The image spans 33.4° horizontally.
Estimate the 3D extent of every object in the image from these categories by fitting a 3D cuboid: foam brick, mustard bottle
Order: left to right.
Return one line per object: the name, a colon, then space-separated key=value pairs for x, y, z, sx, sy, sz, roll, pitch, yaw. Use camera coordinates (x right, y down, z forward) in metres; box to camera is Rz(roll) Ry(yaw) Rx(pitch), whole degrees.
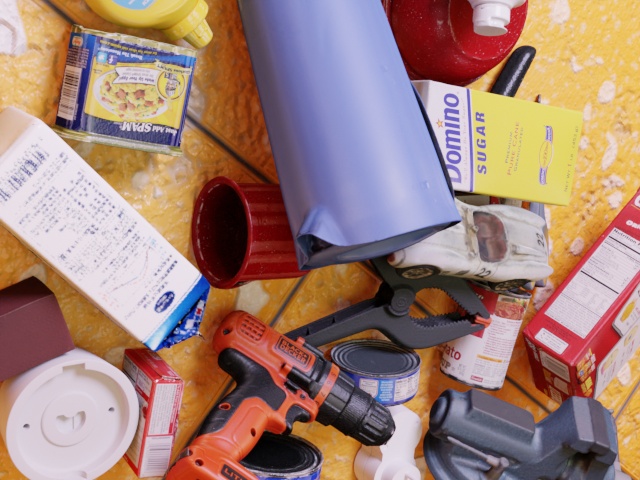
foam brick: x=-0.241 y=0.070 z=0.826 sx=0.078 sy=0.051 sz=0.053 roll=-24 pitch=116 yaw=-25
mustard bottle: x=-0.145 y=-0.216 z=0.791 sx=0.096 sy=0.058 sz=0.191 roll=-52 pitch=124 yaw=-13

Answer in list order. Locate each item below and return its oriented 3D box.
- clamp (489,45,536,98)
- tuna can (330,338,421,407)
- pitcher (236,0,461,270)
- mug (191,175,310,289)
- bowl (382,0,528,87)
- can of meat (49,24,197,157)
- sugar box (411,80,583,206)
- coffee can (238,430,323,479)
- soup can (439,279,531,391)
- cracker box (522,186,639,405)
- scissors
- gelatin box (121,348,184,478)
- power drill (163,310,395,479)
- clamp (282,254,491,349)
clamp: x=0.163 y=-0.112 z=1.031 sx=0.171 sy=0.039 sz=0.120 roll=-23 pitch=96 yaw=-20
tuna can: x=0.051 y=0.124 z=1.008 sx=0.086 sy=0.086 sz=0.034 roll=-7 pitch=110 yaw=-31
pitcher: x=0.021 y=-0.105 z=0.850 sx=0.145 sy=0.149 sz=0.243 roll=-16 pitch=85 yaw=-1
mug: x=-0.056 y=0.001 z=0.907 sx=0.081 sy=0.093 sz=0.117 roll=-1 pitch=137 yaw=-37
bowl: x=0.136 y=-0.214 z=0.974 sx=0.161 sy=0.055 sz=0.162 roll=-10 pitch=110 yaw=-29
can of meat: x=-0.150 y=-0.115 z=0.822 sx=0.101 sy=0.058 sz=0.084 roll=7 pitch=99 yaw=-34
sugar box: x=0.155 y=-0.087 z=0.978 sx=0.175 sy=0.048 sz=0.093 roll=6 pitch=94 yaw=-30
coffee can: x=-0.058 y=0.255 z=0.970 sx=0.102 sy=0.103 sz=0.140 roll=1 pitch=104 yaw=-33
soup can: x=0.167 y=0.093 z=1.083 sx=0.068 sy=0.069 sz=0.102 roll=10 pitch=100 yaw=-34
cracker box: x=0.308 y=0.065 z=1.131 sx=0.213 sy=0.072 sz=0.164 roll=-49 pitch=150 yaw=-11
scissors: x=0.215 y=-0.038 z=1.080 sx=0.096 sy=0.016 sz=0.202 roll=-46 pitch=134 yaw=-56
gelatin box: x=-0.145 y=0.144 z=0.896 sx=0.030 sy=0.073 sz=0.089 roll=5 pitch=102 yaw=-30
power drill: x=-0.034 y=0.165 z=0.897 sx=0.184 sy=0.187 sz=0.057 roll=33 pitch=130 yaw=-4
clamp: x=0.061 y=0.059 z=0.998 sx=0.209 sy=0.036 sz=0.165 roll=22 pitch=102 yaw=-23
